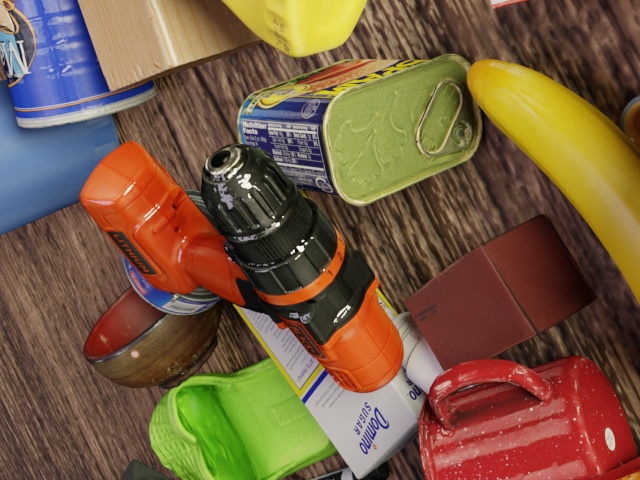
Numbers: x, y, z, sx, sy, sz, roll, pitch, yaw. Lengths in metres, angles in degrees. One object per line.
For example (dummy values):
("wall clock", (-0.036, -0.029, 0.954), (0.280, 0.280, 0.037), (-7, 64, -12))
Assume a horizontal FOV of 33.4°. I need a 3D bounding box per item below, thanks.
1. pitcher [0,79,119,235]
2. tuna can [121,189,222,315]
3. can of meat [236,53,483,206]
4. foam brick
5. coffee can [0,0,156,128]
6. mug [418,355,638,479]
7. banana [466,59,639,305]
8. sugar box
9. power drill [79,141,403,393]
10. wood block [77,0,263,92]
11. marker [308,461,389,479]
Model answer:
("pitcher", (-0.290, -0.058, 0.837), (0.149, 0.242, 0.145), (59, 145, 9))
("tuna can", (-0.095, 0.008, 0.757), (0.034, 0.085, 0.086), (-31, 84, 54))
("can of meat", (0.019, -0.061, 0.555), (0.084, 0.101, 0.057), (12, 120, 52))
("foam brick", (0.092, 0.031, 0.555), (0.053, 0.051, 0.078), (61, 145, 9))
("coffee can", (-0.182, -0.161, 0.757), (0.103, 0.102, 0.140), (10, 118, 50))
("mug", (0.100, 0.098, 0.527), (0.082, 0.093, 0.117), (-23, 121, 27))
("banana", (0.130, -0.006, 0.469), (0.198, 0.037, 0.070), (60, 148, 7))
("sugar box", (0.004, 0.057, 0.692), (0.176, 0.048, 0.093), (51, 141, 14))
("power drill", (-0.054, 0.001, 0.596), (0.188, 0.057, 0.184), (23, 155, 43))
("wood block", (-0.107, -0.206, 0.643), (0.091, 0.090, 0.206), (-4, 107, 55))
("marker", (0.013, 0.175, 0.771), (0.020, 0.020, 0.121), (62, 145, 6))
